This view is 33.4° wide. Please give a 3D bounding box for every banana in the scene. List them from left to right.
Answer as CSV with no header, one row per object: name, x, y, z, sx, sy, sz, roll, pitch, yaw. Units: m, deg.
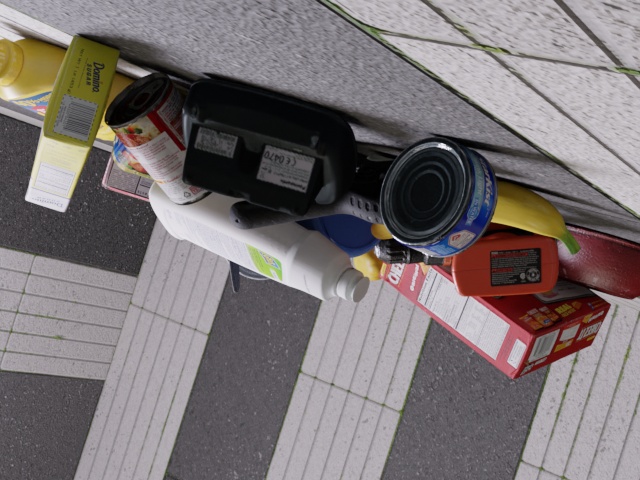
banana,0.130,-0.024,0.952,0.198,0.069,0.037,6,-155,29

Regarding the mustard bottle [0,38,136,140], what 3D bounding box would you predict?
mustard bottle,-0.251,-0.149,1.024,0.096,0.058,0.191,-4,166,32

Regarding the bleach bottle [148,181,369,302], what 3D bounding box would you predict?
bleach bottle,-0.057,0.001,1.086,0.251,0.068,0.102,27,161,28

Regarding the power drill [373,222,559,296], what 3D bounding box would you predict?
power drill,0.154,0.011,1.101,0.184,0.057,0.187,-6,-169,-4

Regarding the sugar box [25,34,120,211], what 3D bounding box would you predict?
sugar box,-0.217,-0.095,0.927,0.048,0.093,0.176,17,160,-12

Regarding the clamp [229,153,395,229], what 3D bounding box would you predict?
clamp,0.044,-0.051,0.945,0.210,0.036,0.164,2,-151,26

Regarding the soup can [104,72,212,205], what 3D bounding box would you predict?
soup can,-0.133,-0.089,0.945,0.069,0.068,0.102,17,151,50

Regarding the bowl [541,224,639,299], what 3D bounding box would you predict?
bowl,0.309,0.026,1.180,0.162,0.055,0.162,18,179,0

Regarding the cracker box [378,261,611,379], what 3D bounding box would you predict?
cracker box,0.199,0.058,1.233,0.163,0.072,0.214,-14,-139,-44

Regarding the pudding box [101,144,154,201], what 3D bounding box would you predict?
pudding box,-0.208,-0.105,1.313,0.090,0.113,0.039,18,180,-19

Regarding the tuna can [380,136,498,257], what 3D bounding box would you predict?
tuna can,0.086,-0.032,0.787,0.086,0.086,0.033,17,178,45
